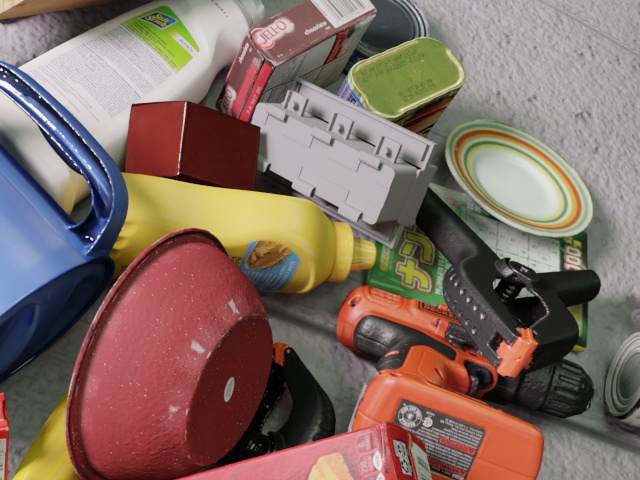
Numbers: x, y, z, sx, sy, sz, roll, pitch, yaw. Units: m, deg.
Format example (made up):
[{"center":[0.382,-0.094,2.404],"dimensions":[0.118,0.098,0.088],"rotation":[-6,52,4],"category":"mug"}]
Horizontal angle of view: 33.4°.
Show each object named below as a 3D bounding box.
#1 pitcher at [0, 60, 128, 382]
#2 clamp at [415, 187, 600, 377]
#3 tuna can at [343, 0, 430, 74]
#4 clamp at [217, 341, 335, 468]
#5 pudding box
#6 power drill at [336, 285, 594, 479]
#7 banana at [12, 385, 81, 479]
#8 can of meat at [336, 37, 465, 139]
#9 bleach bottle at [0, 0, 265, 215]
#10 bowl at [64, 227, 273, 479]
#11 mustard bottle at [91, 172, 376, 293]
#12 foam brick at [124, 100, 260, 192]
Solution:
[{"center":[-0.236,-0.037,0.623],"dimensions":[0.149,0.145,0.243],"rotation":[-36,82,-35],"category":"pitcher"},{"center":[0.136,0.036,0.725],"dimensions":[0.164,0.036,0.210],"rotation":[23,22,-10],"category":"clamp"},{"center":[0.045,-0.172,0.881],"dimensions":[0.086,0.034,0.086],"rotation":[9,59,-16],"category":"tuna can"},{"center":[-0.024,0.139,0.647],"dimensions":[0.120,0.039,0.171],"rotation":[3,54,22],"category":"clamp"},{"center":[-0.019,-0.139,0.805],"dimensions":[0.113,0.090,0.039],"rotation":[-33,78,-33],"category":"pudding box"},{"center":[0.093,0.096,0.673],"dimensions":[0.184,0.057,0.187],"rotation":[18,14,2],"category":"power drill"},{"center":[-0.124,0.085,0.627],"dimensions":[0.037,0.070,0.197],"rotation":[35,61,-11],"category":"banana"},{"center":[0.052,-0.102,0.814],"dimensions":[0.101,0.084,0.057],"rotation":[-28,74,-31],"category":"can of meat"},{"center":[-0.127,-0.114,0.768],"dimensions":[0.102,0.068,0.250],"rotation":[45,54,9],"category":"bleach bottle"},{"center":[-0.073,0.077,0.613],"dimensions":[0.055,0.162,0.162],"rotation":[19,52,23],"category":"bowl"},{"center":[-0.055,0.000,0.707],"dimensions":[0.191,0.096,0.058],"rotation":[7,62,-17],"category":"mustard bottle"},{"center":[-0.085,-0.060,0.719],"dimensions":[0.078,0.053,0.051],"rotation":[14,80,-51],"category":"foam brick"}]
